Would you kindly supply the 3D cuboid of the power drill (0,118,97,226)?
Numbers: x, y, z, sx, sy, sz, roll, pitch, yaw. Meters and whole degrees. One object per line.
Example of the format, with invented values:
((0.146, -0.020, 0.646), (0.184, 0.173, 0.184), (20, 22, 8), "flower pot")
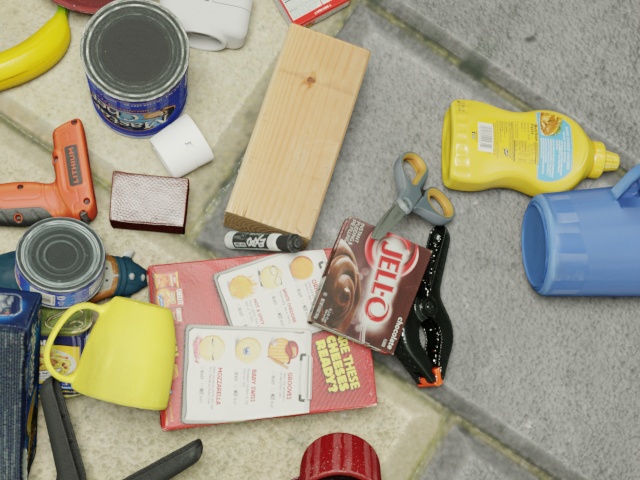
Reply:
((-0.327, -0.071, 1.076), (0.187, 0.057, 0.184), (-11, 83, -7), "power drill")

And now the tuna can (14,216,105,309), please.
((-0.250, 0.020, 1.024), (0.086, 0.034, 0.086), (7, 58, -11), "tuna can")

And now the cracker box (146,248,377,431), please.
((-0.061, 0.099, 1.076), (0.213, 0.072, 0.164), (-5, 83, -9), "cracker box")

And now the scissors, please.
((0.097, -0.025, 1.079), (0.096, 0.201, 0.016), (43, 120, -16), "scissors")

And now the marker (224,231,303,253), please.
((-0.057, 0.001, 1.070), (0.020, 0.121, 0.020), (-1, 92, -37), "marker")

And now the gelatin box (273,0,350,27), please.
((-0.019, -0.281, 1.162), (0.073, 0.030, 0.089), (-30, 86, -10), "gelatin box")

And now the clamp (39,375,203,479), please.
((-0.229, 0.241, 1.019), (0.164, 0.036, 0.210), (30, 98, 2), "clamp")

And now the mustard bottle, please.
((0.229, -0.095, 1.151), (0.191, 0.058, 0.096), (6, 70, -7), "mustard bottle")

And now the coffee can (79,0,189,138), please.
((-0.183, -0.168, 1.066), (0.102, 0.140, 0.103), (1, 81, -8), "coffee can")

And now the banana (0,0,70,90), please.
((-0.337, -0.184, 1.104), (0.197, 0.037, 0.070), (-27, 58, -13), "banana")

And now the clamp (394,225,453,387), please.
((0.107, 0.063, 1.113), (0.120, 0.039, 0.171), (-19, 96, -33), "clamp")

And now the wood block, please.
((-0.025, -0.104, 1.103), (0.091, 0.090, 0.206), (19, 79, -3), "wood block")

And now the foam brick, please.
((-0.175, -0.038, 1.092), (0.078, 0.051, 0.053), (6, 81, -7), "foam brick")

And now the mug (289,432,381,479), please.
((0.008, 0.245, 1.047), (0.117, 0.081, 0.093), (-17, 110, 8), "mug")

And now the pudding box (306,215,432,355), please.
((0.047, 0.044, 1.042), (0.090, 0.039, 0.113), (23, 83, -7), "pudding box")

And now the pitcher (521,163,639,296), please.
((0.342, -0.009, 1.115), (0.242, 0.145, 0.149), (-2, 82, -5), "pitcher")

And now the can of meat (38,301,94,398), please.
((-0.271, 0.105, 1.036), (0.102, 0.057, 0.084), (2, 120, -7), "can of meat")
